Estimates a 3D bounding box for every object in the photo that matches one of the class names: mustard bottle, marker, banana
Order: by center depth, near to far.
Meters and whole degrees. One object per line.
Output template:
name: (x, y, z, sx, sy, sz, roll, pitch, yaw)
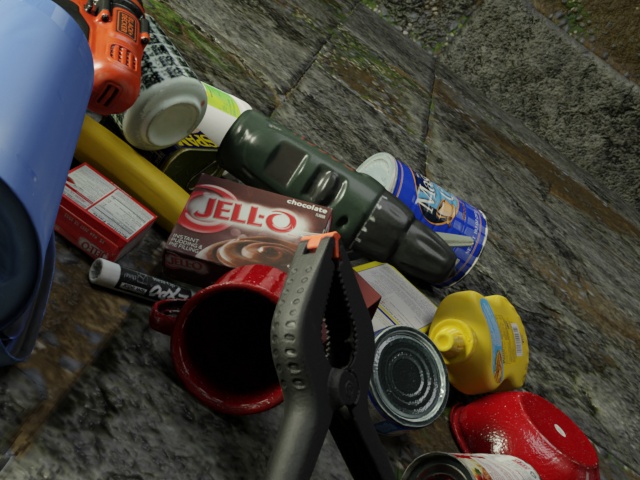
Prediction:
marker: (-0.115, 0.039, 0.791, 0.120, 0.020, 0.020, 22, 24, -39)
banana: (-0.150, -0.051, 0.878, 0.197, 0.037, 0.070, 39, -10, -12)
mustard bottle: (0.145, 0.097, 1.004, 0.191, 0.058, 0.096, 14, 67, -65)

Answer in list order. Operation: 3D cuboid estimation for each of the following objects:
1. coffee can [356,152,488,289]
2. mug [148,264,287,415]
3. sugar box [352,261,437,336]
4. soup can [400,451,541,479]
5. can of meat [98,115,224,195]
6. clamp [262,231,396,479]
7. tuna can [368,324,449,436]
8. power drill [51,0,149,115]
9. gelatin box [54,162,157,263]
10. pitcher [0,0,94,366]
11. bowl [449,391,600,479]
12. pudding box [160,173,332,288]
coffee can: (0.102, -0.021, 1.194, 0.140, 0.103, 0.103, 29, 21, -25)
mug: (-0.062, 0.062, 0.747, 0.117, 0.093, 0.081, 10, 13, 5)
sugar box: (0.045, 0.070, 0.973, 0.093, 0.048, 0.176, 44, 23, 16)
soup can: (0.112, 0.189, 0.777, 0.102, 0.069, 0.069, 15, 29, -50)
can of meat: (-0.144, -0.084, 0.971, 0.084, 0.057, 0.102, 41, 19, 17)
clamp: (0.010, 0.102, 0.687, 0.164, 0.036, 0.210, 21, 66, -53)
tuna can: (0.061, 0.111, 0.852, 0.086, 0.034, 0.086, 14, 64, -31)
power drill: (-0.212, -0.189, 0.789, 0.187, 0.057, 0.184, 26, 31, -28)
gelatin box: (-0.171, -0.020, 0.809, 0.073, 0.030, 0.089, 37, 16, -3)
pitcher: (-0.204, -0.050, 0.635, 0.145, 0.149, 0.243, 23, 30, -14)
bowl: (0.195, 0.186, 0.953, 0.162, 0.055, 0.162, 34, 19, -14)
pudding box: (-0.055, 0.001, 0.825, 0.113, 0.039, 0.090, 17, 46, 3)
